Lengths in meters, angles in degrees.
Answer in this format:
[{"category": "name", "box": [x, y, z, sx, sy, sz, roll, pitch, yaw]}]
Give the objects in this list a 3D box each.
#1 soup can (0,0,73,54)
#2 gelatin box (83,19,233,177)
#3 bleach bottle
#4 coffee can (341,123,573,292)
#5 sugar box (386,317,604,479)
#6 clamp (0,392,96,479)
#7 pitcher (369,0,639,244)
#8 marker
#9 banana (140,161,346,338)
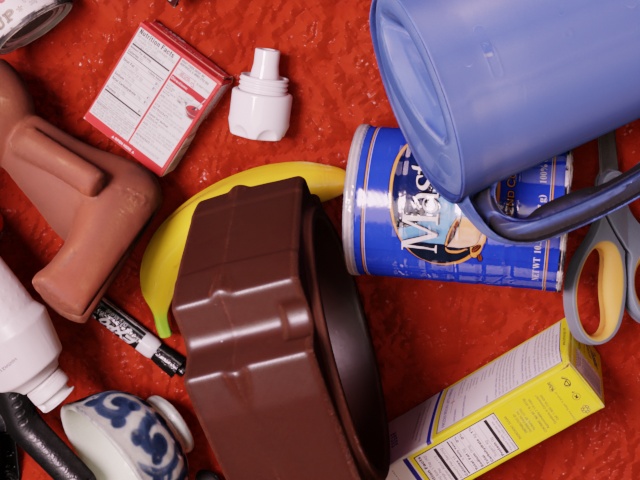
[{"category": "soup can", "box": [-0.232, -0.192, 0.756, 0.069, 0.068, 0.102, -33, 96, 19]}, {"category": "gelatin box", "box": [-0.117, -0.103, 0.774, 0.073, 0.030, 0.089, 37, 110, 2]}, {"category": "bleach bottle", "box": [-0.276, 0.026, 0.767, 0.103, 0.068, 0.251, -31, 103, 37]}, {"category": "coffee can", "box": [0.092, -0.022, 0.709, 0.140, 0.102, 0.103, 5, 106, 11]}, {"category": "sugar box", "box": [0.112, 0.126, 0.751, 0.176, 0.093, 0.048, -37, 94, 20]}, {"category": "clamp", "box": [-0.256, 0.140, 0.849, 0.120, 0.039, 0.171, -21, 103, 36]}, {"category": "pitcher", "box": [0.162, -0.113, 0.622, 0.242, 0.145, 0.149, -21, 137, -5]}, {"category": "marker", "box": [-0.154, 0.067, 0.835, 0.121, 0.020, 0.020, 37, 110, 1]}, {"category": "banana", "box": [-0.071, -0.009, 0.788, 0.198, 0.037, 0.069, -39, 112, 21]}]
